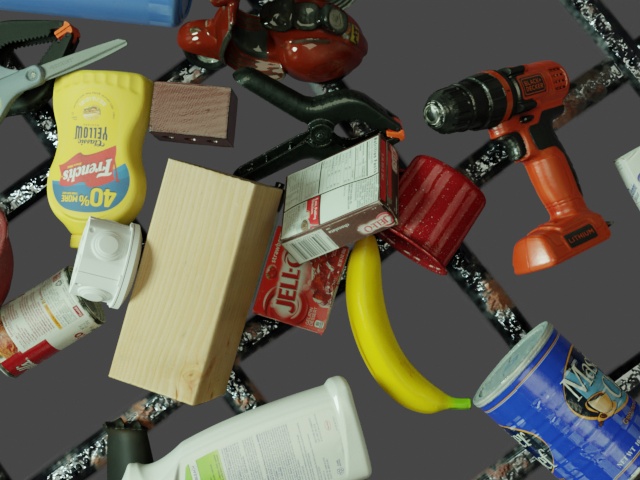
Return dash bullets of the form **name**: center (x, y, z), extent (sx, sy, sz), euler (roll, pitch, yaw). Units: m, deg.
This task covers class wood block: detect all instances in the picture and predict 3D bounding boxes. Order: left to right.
- **wood block**: center (-0.114, 0.037, 0.993), extent (0.091, 0.090, 0.206), euler (16, 93, 14)

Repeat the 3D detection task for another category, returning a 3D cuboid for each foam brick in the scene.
- **foam brick**: center (-0.123, -0.122, 1.036), extent (0.078, 0.053, 0.051), euler (6, 87, 3)

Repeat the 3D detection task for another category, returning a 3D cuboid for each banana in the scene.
- **banana**: center (0.067, 0.091, 1.025), extent (0.069, 0.037, 0.198), euler (-29, 87, -17)

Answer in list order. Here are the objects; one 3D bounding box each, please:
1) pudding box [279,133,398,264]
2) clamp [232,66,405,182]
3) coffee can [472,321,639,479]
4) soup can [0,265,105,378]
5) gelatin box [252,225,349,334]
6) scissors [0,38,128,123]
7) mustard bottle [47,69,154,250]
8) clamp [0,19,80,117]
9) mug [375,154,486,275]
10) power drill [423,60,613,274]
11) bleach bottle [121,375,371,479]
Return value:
- **pudding box**: center (0.018, -0.039, 0.989), extent (0.114, 0.039, 0.090), euler (-21, 42, 26)
- **clamp**: center (-0.007, -0.116, 1.017), extent (0.171, 0.039, 0.120), euler (-8, 128, -1)
- **coffee can**: center (0.226, 0.158, 0.978), extent (0.140, 0.103, 0.103), euler (42, 89, 4)
- **soup can**: center (-0.267, 0.077, 1.025), extent (0.102, 0.068, 0.068), euler (-31, 86, 0)
- **gelatin box**: center (-0.019, 0.039, 1.033), extent (0.073, 0.030, 0.089), euler (17, 87, 4)
- **scissors**: center (-0.288, -0.169, 1.020), extent (0.202, 0.016, 0.096), euler (-34, 84, 9)
- **mustard bottle**: center (-0.216, -0.066, 1.035), extent (0.096, 0.058, 0.191), euler (4, 87, 10)
- **clamp**: center (-0.336, -0.161, 1.057), extent (0.210, 0.036, 0.164), euler (-39, 86, 4)
- **mug**: center (0.094, -0.031, 1.010), extent (0.117, 0.093, 0.081), euler (29, 82, 40)
- **power drill**: center (0.185, -0.068, 0.977), extent (0.184, 0.057, 0.187), euler (-20, 91, -38)
- **bleach bottle**: center (-0.085, 0.208, 0.989), extent (0.250, 0.068, 0.102), euler (-15, 87, -8)
